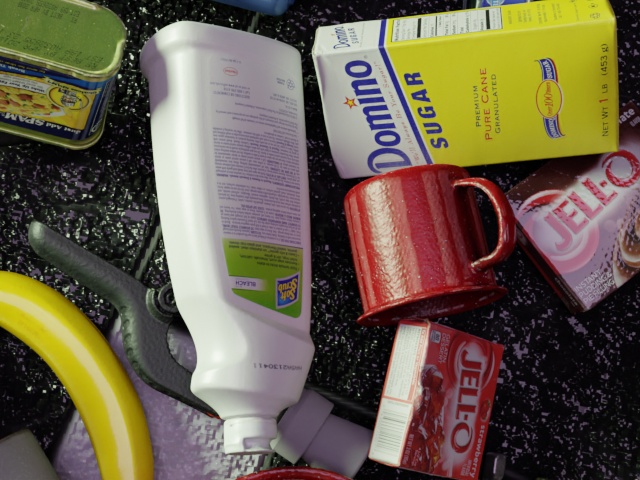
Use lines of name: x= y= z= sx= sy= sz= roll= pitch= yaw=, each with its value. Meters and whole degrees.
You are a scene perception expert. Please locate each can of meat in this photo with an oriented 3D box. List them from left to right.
can of meat: x=-0.172 y=-0.106 z=0.639 sx=0.102 sy=0.084 sz=0.057 roll=14 pitch=63 yaw=-16

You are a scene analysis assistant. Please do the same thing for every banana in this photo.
banana: x=-0.159 y=0.084 z=0.662 sx=0.069 sy=0.037 sz=0.198 roll=-44 pitch=87 yaw=-11

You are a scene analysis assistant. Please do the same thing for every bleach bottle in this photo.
bleach bottle: x=-0.054 y=0.001 z=0.641 sx=0.102 sy=0.068 sz=0.251 roll=6 pitch=72 yaw=-32

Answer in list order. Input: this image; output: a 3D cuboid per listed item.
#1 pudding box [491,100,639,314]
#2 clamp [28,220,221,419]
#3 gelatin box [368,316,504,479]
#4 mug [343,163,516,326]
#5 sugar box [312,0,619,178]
pudding box: x=0.182 y=-0.020 z=0.688 sx=0.113 sy=0.039 sz=0.090 roll=-36 pitch=83 yaw=-7
clamp: x=-0.106 y=0.037 z=0.669 sx=0.120 sy=0.039 sz=0.171 roll=-19 pitch=80 yaw=-9
gelatin box: x=0.073 y=0.098 z=0.653 sx=0.073 sy=0.030 sz=0.089 roll=20 pitch=80 yaw=-40
mug: x=0.068 y=0.000 z=0.649 sx=0.093 sy=0.117 sz=0.081 roll=1 pitch=72 yaw=-42
sugar box: x=0.089 y=-0.092 z=0.652 sx=0.176 sy=0.048 sz=0.093 roll=-7 pitch=125 yaw=9
